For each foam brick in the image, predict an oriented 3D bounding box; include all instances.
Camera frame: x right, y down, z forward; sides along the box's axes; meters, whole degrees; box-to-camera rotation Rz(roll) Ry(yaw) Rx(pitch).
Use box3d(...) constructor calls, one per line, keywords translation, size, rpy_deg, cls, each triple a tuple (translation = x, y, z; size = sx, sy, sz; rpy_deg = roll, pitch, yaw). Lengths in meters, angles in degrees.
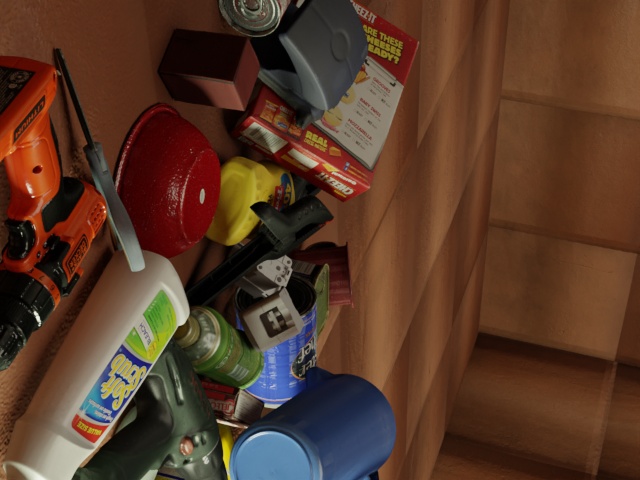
box3d(translation=(-0.104, -0.163, 1.015), size=(0.051, 0.078, 0.053), rpy_deg=(65, 39, -62), cls="foam brick")

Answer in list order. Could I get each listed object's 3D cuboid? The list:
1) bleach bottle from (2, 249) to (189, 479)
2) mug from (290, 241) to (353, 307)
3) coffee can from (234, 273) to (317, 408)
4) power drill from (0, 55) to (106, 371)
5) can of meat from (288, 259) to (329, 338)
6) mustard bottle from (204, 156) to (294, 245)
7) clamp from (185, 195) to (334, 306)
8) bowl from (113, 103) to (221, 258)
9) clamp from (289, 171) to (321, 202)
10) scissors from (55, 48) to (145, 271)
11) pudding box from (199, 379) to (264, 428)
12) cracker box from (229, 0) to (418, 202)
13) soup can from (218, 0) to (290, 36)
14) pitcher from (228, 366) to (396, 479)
box3d(translation=(-0.199, 0.128, 0.922), size=(0.102, 0.068, 0.250), rpy_deg=(81, 28, -50), cls="bleach bottle")
box3d(translation=(0.002, 0.043, 1.501), size=(0.117, 0.081, 0.093), rpy_deg=(-93, 177, -46), cls="mug")
box3d(translation=(-0.055, 0.126, 1.345), size=(0.102, 0.103, 0.140), rpy_deg=(-58, 154, -51), cls="coffee can")
box3d(translation=(-0.219, -0.020, 0.756), size=(0.188, 0.057, 0.184), rpy_deg=(89, 16, -47), cls="power drill")
box3d(translation=(-0.037, 0.072, 1.405), size=(0.057, 0.084, 0.102), rpy_deg=(-59, 155, -49), cls="can of meat")
box3d(translation=(-0.074, -0.047, 1.238), size=(0.191, 0.058, 0.096), rpy_deg=(-10, 120, -74), cls="mustard bottle")
box3d(translation=(-0.058, 0.001, 1.189), size=(0.165, 0.036, 0.209), rpy_deg=(-47, 167, 29), cls="clamp")
box3d(translation=(-0.138, -0.047, 1.021), size=(0.162, 0.055, 0.162), rpy_deg=(12, 90, -75), cls="bowl")
box3d(translation=(-0.034, -0.069, 1.398), size=(0.171, 0.039, 0.120), rpy_deg=(-62, 156, -45), cls="clamp")
box3d(translation=(-0.176, -0.052, 0.867), size=(0.016, 0.096, 0.202), rpy_deg=(-23, 142, -14), cls="scissors")
box3d(translation=(-0.119, 0.179, 1.183), size=(0.113, 0.090, 0.039), rpy_deg=(51, 52, -70), cls="pudding box")
box3d(translation=(0.007, -0.177, 1.240), size=(0.072, 0.164, 0.213), rpy_deg=(-28, -142, 57), cls="cracker box")
box3d(translation=(-0.057, -0.271, 1.120), size=(0.068, 0.068, 0.102), rpy_deg=(85, 22, -45), cls="soup can")
box3d(translation=(-0.004, 0.244, 1.216), size=(0.242, 0.149, 0.145), rpy_deg=(-8, 117, -70), cls="pitcher")
